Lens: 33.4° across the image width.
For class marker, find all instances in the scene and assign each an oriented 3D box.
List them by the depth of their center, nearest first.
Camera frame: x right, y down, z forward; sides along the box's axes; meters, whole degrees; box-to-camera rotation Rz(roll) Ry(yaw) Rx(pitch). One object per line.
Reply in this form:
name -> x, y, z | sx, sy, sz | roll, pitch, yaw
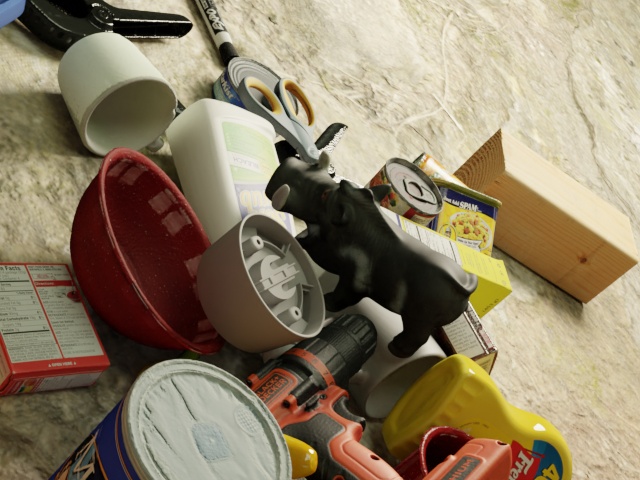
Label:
marker -> -0.111, -0.228, 1.136 | 0.020, 0.020, 0.121 | 8, 46, -43

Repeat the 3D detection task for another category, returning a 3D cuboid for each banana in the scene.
banana -> -0.076, 0.114, 0.688 | 0.198, 0.069, 0.037 | 30, -31, 56

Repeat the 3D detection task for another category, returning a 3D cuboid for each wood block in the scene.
wood block -> 0.260, -0.026, 1.247 | 0.206, 0.091, 0.090 | 32, 35, -19

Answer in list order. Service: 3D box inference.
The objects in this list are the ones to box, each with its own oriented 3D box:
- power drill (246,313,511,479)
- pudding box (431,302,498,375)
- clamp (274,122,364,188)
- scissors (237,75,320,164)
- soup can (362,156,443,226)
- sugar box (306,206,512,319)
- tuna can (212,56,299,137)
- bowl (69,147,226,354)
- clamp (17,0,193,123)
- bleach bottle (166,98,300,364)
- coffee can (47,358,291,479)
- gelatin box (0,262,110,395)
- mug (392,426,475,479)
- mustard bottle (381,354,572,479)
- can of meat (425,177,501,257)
power drill -> 0.033, 0.135, 0.738 | 0.188, 0.057, 0.184 | 24, 45, 31
pudding box -> 0.110, 0.091, 0.927 | 0.039, 0.113, 0.090 | -19, 61, -16
clamp -> 0.004, -0.058, 1.047 | 0.120, 0.039, 0.171 | 49, 38, 16
scissors -> -0.026, -0.089, 1.004 | 0.096, 0.016, 0.202 | 18, 40, -32
soup can -> 0.057, -0.020, 1.000 | 0.068, 0.102, 0.068 | 29, 35, -23
sugar box -> 0.080, 0.032, 0.975 | 0.176, 0.093, 0.048 | 20, 39, -32
tuna can -> -0.066, -0.142, 1.071 | 0.086, 0.034, 0.086 | 29, 35, -23
bowl -> -0.129, 0.017, 0.763 | 0.162, 0.055, 0.162 | 56, 18, -29
clamp -> -0.202, -0.199, 0.981 | 0.209, 0.036, 0.164 | 29, 35, -22
bleach bottle -> -0.056, 0.001, 0.890 | 0.102, 0.068, 0.251 | 19, 42, -46
coffee can -> -0.097, 0.147, 0.596 | 0.102, 0.140, 0.103 | 29, 35, -23
gelatin box -> -0.190, 0.056, 0.704 | 0.073, 0.030, 0.089 | 1, 51, -46
mug -> 0.085, 0.206, 0.786 | 0.093, 0.082, 0.117 | 29, 34, -22
mustard bottle -> 0.148, 0.179, 0.871 | 0.191, 0.096, 0.058 | 38, 12, -23
can of meat -> 0.131, -0.008, 1.082 | 0.101, 0.058, 0.084 | 18, 74, -34
